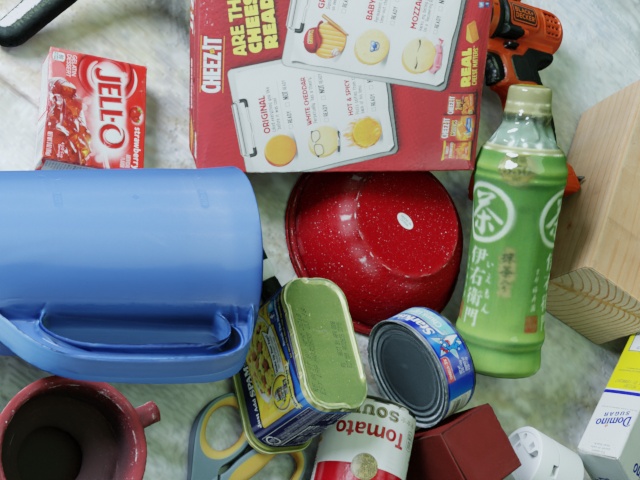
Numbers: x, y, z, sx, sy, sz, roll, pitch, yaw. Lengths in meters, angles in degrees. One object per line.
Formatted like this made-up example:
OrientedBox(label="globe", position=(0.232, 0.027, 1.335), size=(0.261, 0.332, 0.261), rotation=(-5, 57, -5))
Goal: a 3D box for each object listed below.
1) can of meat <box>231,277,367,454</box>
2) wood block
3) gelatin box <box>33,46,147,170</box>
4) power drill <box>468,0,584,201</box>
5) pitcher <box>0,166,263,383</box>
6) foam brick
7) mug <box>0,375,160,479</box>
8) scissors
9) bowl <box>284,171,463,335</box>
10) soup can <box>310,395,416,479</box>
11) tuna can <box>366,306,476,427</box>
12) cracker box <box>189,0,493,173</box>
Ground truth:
OrientedBox(label="can of meat", position=(-0.017, 0.086, 0.741), size=(0.057, 0.084, 0.102), rotation=(2, 61, -34))
OrientedBox(label="wood block", position=(0.263, -0.027, 0.932), size=(0.090, 0.090, 0.206), rotation=(33, 61, -15))
OrientedBox(label="gelatin box", position=(-0.164, -0.089, 0.769), size=(0.073, 0.030, 0.089), rotation=(9, 70, -25))
OrientedBox(label="power drill", position=(0.151, -0.127, 0.909), size=(0.184, 0.057, 0.187), rotation=(3, 75, -39))
OrientedBox(label="pitcher", position=(-0.162, 0.020, 0.671), size=(0.242, 0.149, 0.145), rotation=(0, 83, -24))
OrientedBox(label="foam brick", position=(0.100, 0.160, 0.792), size=(0.051, 0.078, 0.053), rotation=(-25, 85, -30))
OrientedBox(label="mug", position=(-0.155, 0.131, 0.668), size=(0.117, 0.082, 0.093), rotation=(-26, 86, -31))
OrientedBox(label="scissors", position=(-0.099, 0.172, 0.722), size=(0.201, 0.016, 0.096), rotation=(-21, 82, -31))
OrientedBox(label="bowl", position=(0.056, -0.008, 0.839), size=(0.161, 0.055, 0.162), rotation=(9, 69, -24))
OrientedBox(label="soup can", position=(0.028, 0.168, 0.758), size=(0.068, 0.069, 0.102), rotation=(23, 64, -19))
OrientedBox(label="tuna can", position=(0.075, 0.094, 0.797), size=(0.033, 0.086, 0.086), rotation=(-22, 84, -33))
OrientedBox(label="cracker box", position=(0.012, -0.137, 0.783), size=(0.213, 0.072, 0.164), rotation=(-1, 110, -13))
